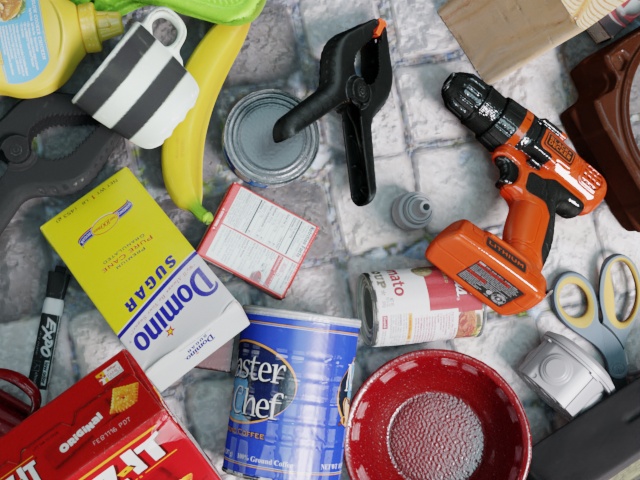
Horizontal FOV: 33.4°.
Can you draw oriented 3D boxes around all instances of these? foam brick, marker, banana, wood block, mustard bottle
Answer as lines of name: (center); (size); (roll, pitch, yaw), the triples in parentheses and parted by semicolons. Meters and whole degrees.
foam brick: (-0.114, 0.083, 0.917); (0.078, 0.053, 0.051); (9, 85, -10)
marker: (-0.233, 0.081, 0.911); (0.020, 0.020, 0.121); (11, 85, -10)
banana: (-0.103, -0.108, 0.928); (0.070, 0.037, 0.198); (3, 79, 25)
wood block: (0.189, -0.212, 0.914); (0.090, 0.206, 0.090); (-35, 94, -12)
mustard bottle: (-0.258, -0.163, 0.876); (0.191, 0.058, 0.096); (-11, 88, -4)

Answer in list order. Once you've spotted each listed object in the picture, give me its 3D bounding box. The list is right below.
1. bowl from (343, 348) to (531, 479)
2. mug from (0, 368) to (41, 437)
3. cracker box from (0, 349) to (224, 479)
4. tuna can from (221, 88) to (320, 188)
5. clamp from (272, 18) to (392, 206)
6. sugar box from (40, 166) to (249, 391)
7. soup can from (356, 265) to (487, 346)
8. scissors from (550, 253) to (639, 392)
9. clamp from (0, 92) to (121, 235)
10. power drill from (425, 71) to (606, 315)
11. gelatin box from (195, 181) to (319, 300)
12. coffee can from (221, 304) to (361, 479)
bowl: (0.102, 0.177, 0.938); (0.162, 0.055, 0.162); (-1, 81, 7)
mug: (-0.267, 0.152, 0.860); (0.081, 0.093, 0.117); (31, 114, -3)
cracker box: (-0.166, 0.199, 0.822); (0.164, 0.213, 0.072); (-36, 58, -11)
tuna can: (-0.045, -0.089, 0.950); (0.086, 0.034, 0.086); (1, 87, -11)
clamp: (0.017, -0.127, 0.938); (0.120, 0.039, 0.171); (29, 63, -44)
sugar box: (-0.146, 0.028, 0.874); (0.093, 0.048, 0.176); (-38, 58, -10)
soup can: (0.088, 0.057, 0.949); (0.102, 0.068, 0.068); (-5, 87, -11)
scissors: (0.260, 0.112, 1.005); (0.096, 0.016, 0.202); (4, 91, -4)
clamp: (-0.255, -0.059, 0.898); (0.209, 0.036, 0.164); (-19, 76, -14)
power drill: (0.159, -0.043, 0.938); (0.184, 0.057, 0.187); (36, 55, -10)
gelatin box: (-0.056, 0.001, 0.944); (0.089, 0.030, 0.073); (28, 81, -8)
coffee can: (-0.025, 0.130, 0.905); (0.102, 0.103, 0.140); (8, 85, -10)
